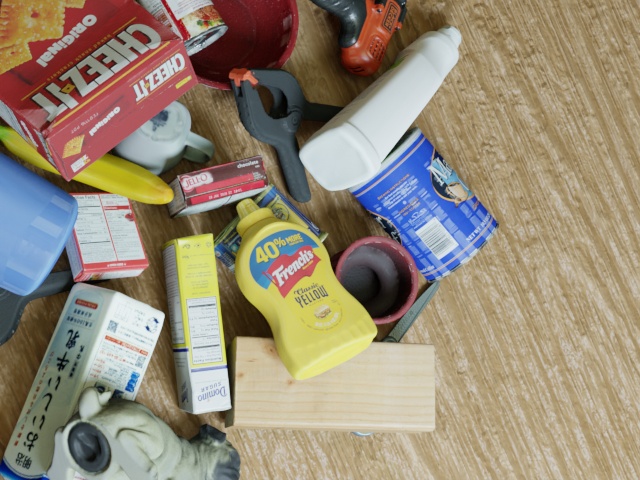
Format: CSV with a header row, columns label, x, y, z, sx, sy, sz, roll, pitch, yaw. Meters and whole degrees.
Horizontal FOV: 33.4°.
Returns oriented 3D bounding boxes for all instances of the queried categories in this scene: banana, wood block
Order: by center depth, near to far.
label,x,y,z,sx,sy,sz,roll,pitch,yaw
banana,-0.242,-0.075,1.084,0.197,0.069,0.037,19,102,-3
wood block,0.008,0.153,1.111,0.206,0.091,0.090,3,78,-10

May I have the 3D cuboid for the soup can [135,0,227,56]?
label,x,y,z,sx,sy,sz,roll,pitch,yaw
soup can,-0.148,-0.241,1.076,0.068,0.069,0.102,-31,92,-17

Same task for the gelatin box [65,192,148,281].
label,x,y,z,sx,sy,sz,roll,pitch,yaw
gelatin box,-0.223,-0.005,1.084,0.073,0.030,0.089,-4,66,-38

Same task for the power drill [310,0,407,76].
label,x,y,z,sx,sy,sz,roll,pitch,yaw
power drill,0.028,-0.299,1.163,0.187,0.057,0.184,35,64,-38

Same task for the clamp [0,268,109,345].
label,x,y,z,sx,sy,sz,roll,pitch,yaw
clamp,-0.330,0.034,1.068,0.209,0.036,0.164,-43,95,-20

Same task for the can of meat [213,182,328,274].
label,x,y,z,sx,sy,sz,roll,pitch,yaw
can of meat,-0.058,0.001,1.141,0.084,0.057,0.102,44,75,-6

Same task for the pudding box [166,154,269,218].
label,x,y,z,sx,sy,sz,roll,pitch,yaw
pudding box,-0.111,-0.055,1.101,0.090,0.114,0.039,-14,88,-18

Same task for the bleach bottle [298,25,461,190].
label,x,y,z,sx,sy,sz,roll,pitch,yaw
bleach bottle,0.084,-0.158,1.159,0.068,0.103,0.250,50,58,-13

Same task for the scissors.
label,x,y,z,sx,sy,sz,roll,pitch,yaw
scissors,0.080,0.138,1.186,0.201,0.016,0.096,-34,91,-16

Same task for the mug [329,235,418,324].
label,x,y,z,sx,sy,sz,roll,pitch,yaw
mug,0.045,0.057,1.151,0.093,0.082,0.117,16,80,-14

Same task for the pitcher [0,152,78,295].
label,x,y,z,sx,sy,sz,roll,pitch,yaw
pitcher,-0.359,-0.038,0.985,0.242,0.149,0.145,30,48,-19

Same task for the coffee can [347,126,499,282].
label,x,y,z,sx,sy,sz,roll,pitch,yaw
coffee can,0.112,-0.039,1.170,0.102,0.103,0.140,-43,97,-16

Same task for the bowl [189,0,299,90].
label,x,y,z,sx,sy,sz,roll,pitch,yaw
bowl,-0.107,-0.236,1.152,0.162,0.055,0.162,2,84,-16

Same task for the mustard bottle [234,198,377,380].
label,x,y,z,sx,sy,sz,roll,pitch,yaw
mustard bottle,-0.031,0.038,1.067,0.096,0.058,0.192,-24,69,-23

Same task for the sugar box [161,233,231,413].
label,x,y,z,sx,sy,sz,roll,pitch,yaw
sugar box,-0.127,0.085,1.093,0.048,0.093,0.176,-8,87,-17

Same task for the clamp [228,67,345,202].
label,x,y,z,sx,sy,sz,roll,pitch,yaw
clamp,-0.029,-0.135,1.144,0.120,0.039,0.171,-58,134,-24

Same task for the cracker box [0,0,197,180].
label,x,y,z,sx,sy,sz,roll,pitch,yaw
cracker box,-0.252,-0.181,1.042,0.164,0.072,0.214,-41,60,-17
